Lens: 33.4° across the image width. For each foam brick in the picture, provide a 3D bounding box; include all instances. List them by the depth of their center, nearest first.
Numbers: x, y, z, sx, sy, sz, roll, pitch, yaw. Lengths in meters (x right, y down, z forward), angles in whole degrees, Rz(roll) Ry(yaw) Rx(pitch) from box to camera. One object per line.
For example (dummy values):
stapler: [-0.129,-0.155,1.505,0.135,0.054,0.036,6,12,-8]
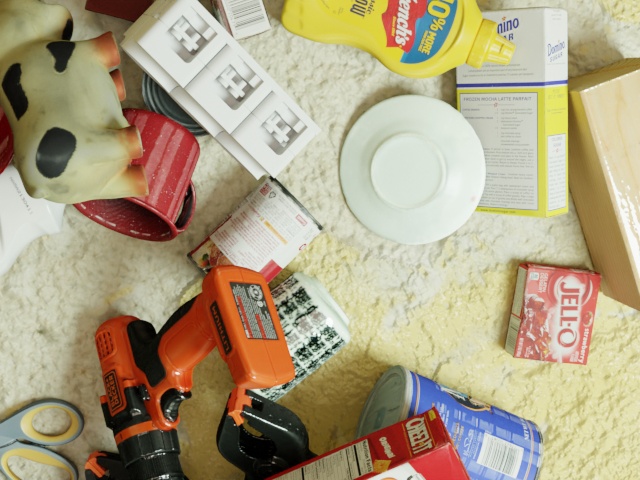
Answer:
foam brick: [-0.158,-0.220,0.877,0.053,0.051,0.078,14,97,-12]

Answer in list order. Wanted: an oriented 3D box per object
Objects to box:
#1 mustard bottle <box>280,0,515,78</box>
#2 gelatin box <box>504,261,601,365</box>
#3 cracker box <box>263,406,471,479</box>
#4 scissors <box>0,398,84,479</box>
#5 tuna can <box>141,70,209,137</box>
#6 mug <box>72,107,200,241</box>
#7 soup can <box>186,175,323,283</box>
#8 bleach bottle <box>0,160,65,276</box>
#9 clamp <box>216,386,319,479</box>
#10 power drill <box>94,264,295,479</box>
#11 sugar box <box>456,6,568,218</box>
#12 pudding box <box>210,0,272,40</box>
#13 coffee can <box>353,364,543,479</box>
mustard bottle: [0.070,-0.188,0.889,0.191,0.058,0.096,22,97,4]
gelatin box: [0.217,0.068,0.994,0.073,0.030,0.089,7,99,-10]
cracker box: [0.034,0.254,0.888,0.214,0.072,0.164,-24,111,5]
scissors: [-0.297,0.158,0.936,0.201,0.016,0.096,30,92,-12]
tuna can: [-0.109,-0.132,0.908,0.086,0.034,0.086,-1,99,-9]
mug: [-0.142,-0.050,0.887,0.117,0.093,0.081,40,60,-45]
soup can: [-0.056,0.001,0.921,0.102,0.068,0.068,-44,103,0]
bleach bottle: [-0.307,0.014,0.887,0.250,0.068,0.102,-30,98,-5]
clamp: [-0.048,0.193,0.932,0.120,0.039,0.171,-25,124,17]
power drill: [-0.106,0.118,0.861,0.188,0.057,0.184,-35,65,33]
sugar box: [0.166,-0.111,0.924,0.048,0.094,0.176,-10,103,-47]
pudding box: [-0.077,-0.219,0.870,0.039,0.090,0.113,-17,102,-4]
coffee can: [0.113,0.185,0.960,0.140,0.103,0.103,24,95,-12]
